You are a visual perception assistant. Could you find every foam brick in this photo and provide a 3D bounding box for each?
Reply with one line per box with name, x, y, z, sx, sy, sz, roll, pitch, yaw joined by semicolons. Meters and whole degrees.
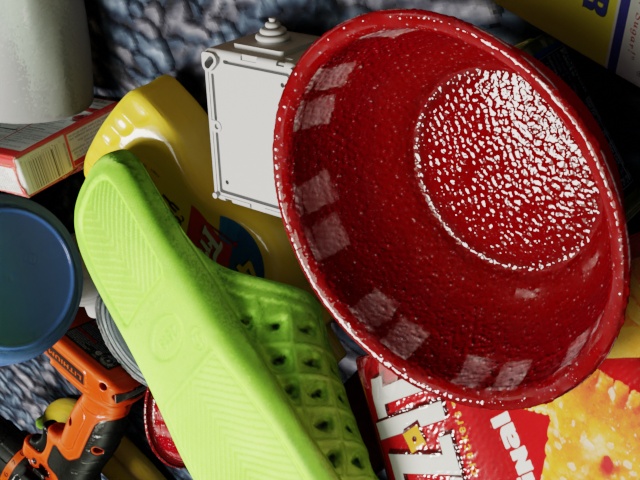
foam brick;0.014;0.122;0.634;0.051;0.078;0.053;44;140;8

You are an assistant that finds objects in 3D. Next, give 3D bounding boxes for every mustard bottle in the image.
mustard bottle;-0.054;0.001;0.626;0.191;0.058;0.096;48;136;6

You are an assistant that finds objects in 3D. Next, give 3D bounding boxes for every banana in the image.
banana;-0.170;0.189;0.901;0.198;0.037;0.070;36;153;21

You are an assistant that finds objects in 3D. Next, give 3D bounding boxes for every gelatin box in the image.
gelatin box;-0.175;-0.062;0.672;0.073;0.089;0.030;12;126;39

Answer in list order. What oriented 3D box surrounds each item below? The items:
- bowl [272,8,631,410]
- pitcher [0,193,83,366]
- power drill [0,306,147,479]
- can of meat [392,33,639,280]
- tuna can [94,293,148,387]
bowl;0.057;-0.017;0.416;0.162;0.055;0.162;24;129;33
pitcher;-0.274;0.025;0.744;0.243;0.149;0.145;-9;68;49
power drill;-0.210;0.141;0.847;0.185;0.057;0.188;32;121;21
can of meat;0.079;-0.035;0.471;0.102;0.057;0.084;-21;100;49
tuna can;-0.117;0.062;0.753;0.086;0.033;0.086;25;134;30
